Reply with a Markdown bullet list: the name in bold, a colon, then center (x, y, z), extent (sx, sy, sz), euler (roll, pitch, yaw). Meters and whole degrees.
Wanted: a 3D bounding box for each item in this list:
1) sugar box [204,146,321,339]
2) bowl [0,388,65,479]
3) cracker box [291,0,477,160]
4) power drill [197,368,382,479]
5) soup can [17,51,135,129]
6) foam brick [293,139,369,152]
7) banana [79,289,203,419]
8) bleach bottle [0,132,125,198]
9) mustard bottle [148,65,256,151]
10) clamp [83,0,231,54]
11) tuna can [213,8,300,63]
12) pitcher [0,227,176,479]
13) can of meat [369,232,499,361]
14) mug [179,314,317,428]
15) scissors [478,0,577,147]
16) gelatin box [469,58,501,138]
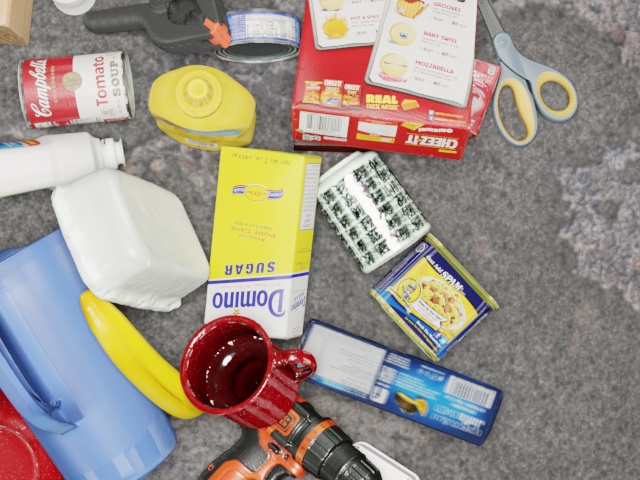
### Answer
- **sugar box**: center (-0.057, 0.001, 1.027), extent (0.093, 0.048, 0.176), euler (9, 95, 25)
- **bowl**: center (-0.313, 0.220, 1.031), extent (0.162, 0.055, 0.162), euler (0, 88, -3)
- **cracker box**: center (0.064, -0.190, 1.018), extent (0.164, 0.072, 0.213), euler (6, 65, 1)
- **power drill**: center (-0.053, 0.239, 1.012), extent (0.185, 0.057, 0.187), euler (37, 87, 31)
- **soup can**: center (-0.236, -0.147, 1.040), extent (0.102, 0.068, 0.068), euler (-6, 89, -4)
- **foam brick**: center (0.012, -0.116, 1.059), extent (0.078, 0.051, 0.053), euler (0, 88, -3)
- **banana**: center (-0.154, 0.117, 0.980), extent (0.037, 0.197, 0.070), euler (-37, 46, 3)
- **bleach bottle**: center (-0.315, -0.066, 1.028), extent (0.250, 0.103, 0.068), euler (-10, 101, -10)
- **mustard bottle**: center (-0.108, -0.122, 0.983), extent (0.096, 0.191, 0.058), euler (12, 88, -3)
- **clamp**: center (-0.144, -0.236, 1.031), extent (0.172, 0.039, 0.120), euler (24, 87, 30)
- **tuna can**: center (-0.062, -0.199, 1.041), extent (0.086, 0.086, 0.034), euler (-2, 87, -3)
- **pitcher**: center (-0.239, 0.118, 0.987), extent (0.149, 0.145, 0.243), euler (-33, 98, -32)
- **can of meat**: center (0.110, 0.057, 1.057), extent (0.084, 0.057, 0.102), euler (-44, 91, -2)
- **mug**: center (-0.059, 0.122, 0.981), extent (0.117, 0.081, 0.093), euler (-17, 61, 16)
- **scissors**: center (0.206, -0.197, 1.088), extent (0.096, 0.016, 0.202), euler (-8, 89, 0)
- **gelatin box**: center (0.127, -0.151, 1.070), extent (0.089, 0.030, 0.073), euler (20, 90, 7)
